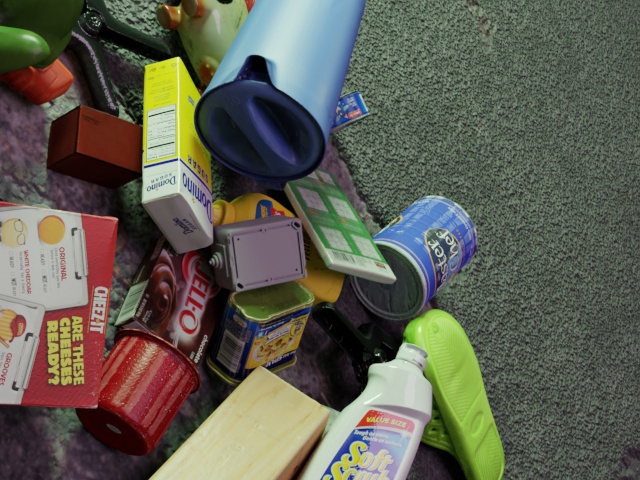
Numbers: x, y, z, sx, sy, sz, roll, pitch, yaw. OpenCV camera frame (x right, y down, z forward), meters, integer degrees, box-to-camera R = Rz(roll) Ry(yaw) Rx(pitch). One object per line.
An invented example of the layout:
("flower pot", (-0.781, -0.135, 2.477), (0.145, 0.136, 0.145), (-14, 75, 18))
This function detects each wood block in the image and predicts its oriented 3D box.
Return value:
("wood block", (-0.087, 0.225, 0.995), (0.090, 0.091, 0.205), (31, 43, 15))

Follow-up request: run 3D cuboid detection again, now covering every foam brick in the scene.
("foam brick", (-0.215, -0.089, 1.032), (0.078, 0.051, 0.053), (19, 62, -41))

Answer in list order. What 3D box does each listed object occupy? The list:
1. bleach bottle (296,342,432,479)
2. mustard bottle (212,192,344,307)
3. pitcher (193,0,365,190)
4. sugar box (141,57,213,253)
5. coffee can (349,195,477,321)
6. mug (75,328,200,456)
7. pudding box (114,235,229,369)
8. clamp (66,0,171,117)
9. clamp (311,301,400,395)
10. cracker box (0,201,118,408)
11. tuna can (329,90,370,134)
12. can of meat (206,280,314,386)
("bleach bottle", (0.036, 0.210, 1.037), (0.102, 0.068, 0.250), (28, 68, -2))
("mustard bottle", (-0.057, 0.001, 1.155), (0.191, 0.058, 0.096), (25, 57, -37))
("pitcher", (-0.031, -0.180, 1.104), (0.145, 0.149, 0.242), (38, 48, -22))
("sugar box", (-0.140, -0.085, 1.056), (0.093, 0.048, 0.176), (63, 15, -54))
("coffee can", (0.114, 0.020, 1.290), (0.140, 0.103, 0.103), (-38, 103, -46))
("mug", (-0.167, 0.149, 0.978), (0.081, 0.093, 0.117), (-59, 154, -35))
("pudding box", (-0.144, 0.061, 1.058), (0.090, 0.039, 0.113), (42, 49, -27))
("clamp", (-0.226, -0.215, 1.076), (0.171, 0.039, 0.120), (57, 41, -16))
("clamp", (0.051, 0.131, 1.176), (0.164, 0.036, 0.209), (69, 17, -1))
("cracker box", (-0.281, 0.049, 0.862), (0.213, 0.072, 0.164), (9, 85, -38))
("tuna can", (0.014, -0.145, 1.261), (0.085, 0.086, 0.034), (-29, 95, -47))
("can of meat", (-0.060, 0.091, 1.089), (0.057, 0.084, 0.101), (37, 33, 29))
